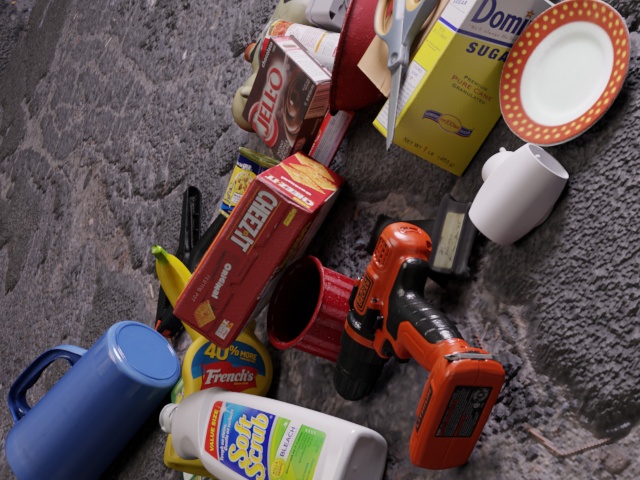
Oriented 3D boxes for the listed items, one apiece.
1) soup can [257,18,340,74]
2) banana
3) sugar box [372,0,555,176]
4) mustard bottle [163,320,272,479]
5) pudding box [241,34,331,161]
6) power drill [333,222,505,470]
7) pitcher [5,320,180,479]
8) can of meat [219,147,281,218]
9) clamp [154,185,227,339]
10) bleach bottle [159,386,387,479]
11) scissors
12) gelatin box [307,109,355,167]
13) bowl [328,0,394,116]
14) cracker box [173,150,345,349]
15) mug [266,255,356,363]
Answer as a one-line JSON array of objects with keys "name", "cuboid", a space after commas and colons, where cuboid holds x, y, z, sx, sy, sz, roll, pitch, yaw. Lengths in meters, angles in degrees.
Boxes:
[{"name": "soup can", "cuboid": [-0.011, -0.210, 1.220, 0.102, 0.068, 0.068, 18, 84, 21]}, {"name": "banana", "cuboid": [-0.139, 0.093, 1.206, 0.037, 0.198, 0.069, -29, 3, 11]}, {"name": "sugar box", "cuboid": [0.135, -0.154, 0.964, 0.176, 0.093, 0.048, -57, 31, 18]}, {"name": "mustard bottle", "cuboid": [-0.101, 0.153, 1.131, 0.058, 0.096, 0.191, 115, 166, -64]}, {"name": "pudding box", "cuboid": [-0.035, -0.156, 1.177, 0.090, 0.039, 0.114, 48, 131, 27]}, {"name": "power drill", "cuboid": [0.072, 0.103, 0.902, 0.188, 0.057, 0.185, -123, 43, -51]}, {"name": "pitcher", "cuboid": [-0.295, 0.208, 1.368, 0.243, 0.149, 0.145, -47, 33, 25]}, {"name": "can of meat", "cuboid": [-0.073, -0.057, 1.269, 0.102, 0.057, 0.084, 33, 104, 61]}, {"name": "clamp", "cuboid": [-0.171, 0.023, 1.395, 0.165, 0.036, 0.210, 27, 94, 60]}, {"name": "bleach bottle", "cuboid": [-0.060, 0.197, 0.991, 0.251, 0.068, 0.102, 6, 72, 41]}, {"name": "scissors", "cuboid": [0.082, -0.176, 0.956, 0.096, 0.016, 0.201, -42, 36, 35]}, {"name": "gelatin box", "cuboid": [-0.005, -0.121, 1.233, 0.089, 0.030, 0.073, -64, 30, 6]}, {"name": "bowl", "cuboid": [0.056, -0.203, 1.120, 0.162, 0.055, 0.162, 17, -91, -82]}, {"name": "cracker box", "cuboid": [-0.057, 0.001, 1.092, 0.164, 0.072, 0.213, -58, -3, 15]}, {"name": "mug", "cuboid": [0.004, 0.065, 1.036, 0.093, 0.081, 0.117, -56, 31, 19]}]
